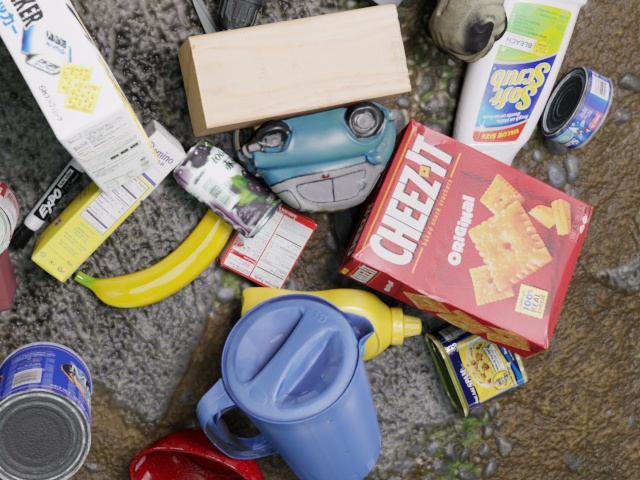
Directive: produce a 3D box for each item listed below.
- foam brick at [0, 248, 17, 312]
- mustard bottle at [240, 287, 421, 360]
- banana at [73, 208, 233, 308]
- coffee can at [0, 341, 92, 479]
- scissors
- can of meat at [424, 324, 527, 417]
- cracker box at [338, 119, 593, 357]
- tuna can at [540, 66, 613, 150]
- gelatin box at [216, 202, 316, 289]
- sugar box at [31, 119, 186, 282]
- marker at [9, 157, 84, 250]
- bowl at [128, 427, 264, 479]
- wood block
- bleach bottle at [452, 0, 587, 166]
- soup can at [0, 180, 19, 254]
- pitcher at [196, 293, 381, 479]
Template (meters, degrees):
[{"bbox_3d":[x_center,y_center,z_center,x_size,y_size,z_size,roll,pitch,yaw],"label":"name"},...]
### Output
[{"bbox_3d":[-0.337,0.039,1.067,0.053,0.078,0.051,-12,107,-8],"label":"foam brick"},{"bbox_3d":[0.011,0.092,1.137,0.191,0.058,0.096,0,133,-2],"label":"mustard bottle"},{"bbox_3d":[-0.157,0.018,1.119,0.197,0.037,0.069,-30,107,-3],"label":"banana"},{"bbox_3d":[-0.283,0.172,1.076,0.102,0.140,0.103,-3,104,-11],"label":"coffee can"},{"bbox_3d":[-0.065,-0.165,1.105,0.096,0.016,0.202,-15,104,-11],"label":"scissors"},{"bbox_3d":[0.176,0.134,1.204,0.084,0.057,0.102,-25,108,-7],"label":"can of meat"},{"bbox_3d":[0.149,-0.002,1.073,0.213,0.072,0.164,25,72,-5],"label":"cracker box"},{"bbox_3d":[0.273,-0.142,1.141,0.033,0.086,0.086,24,98,-15],"label":"tuna can"},{"bbox_3d":[-0.058,0.002,1.139,0.073,0.030,0.089,28,97,-18],"label":"gelatin box"},{"bbox_3d":[-0.211,-0.042,1.064,0.048,0.093,0.176,41,92,-17],"label":"sugar box"},{"bbox_3d":[-0.277,-0.039,1.090,0.020,0.020,0.121,38,94,-17],"label":"marker"},{"bbox_3d":[-0.122,0.251,1.149,0.162,0.055,0.162,12,137,11],"label":"bowl"},{"bbox_3d":[-0.027,-0.168,1.056,0.206,0.091,0.090,-12,94,-14],"label":"wood block"},{"bbox_3d":[0.200,-0.153,1.138,0.102,0.068,0.251,10,103,-13],"label":"bleach bottle"},{"bbox_3d":[-0.332,-0.021,1.040,0.068,0.102,0.068,-3,104,-11],"label":"soup can"},{"bbox_3d":[-0.017,0.170,1.084,0.149,0.243,0.145,10,61,19],"label":"pitcher"}]
